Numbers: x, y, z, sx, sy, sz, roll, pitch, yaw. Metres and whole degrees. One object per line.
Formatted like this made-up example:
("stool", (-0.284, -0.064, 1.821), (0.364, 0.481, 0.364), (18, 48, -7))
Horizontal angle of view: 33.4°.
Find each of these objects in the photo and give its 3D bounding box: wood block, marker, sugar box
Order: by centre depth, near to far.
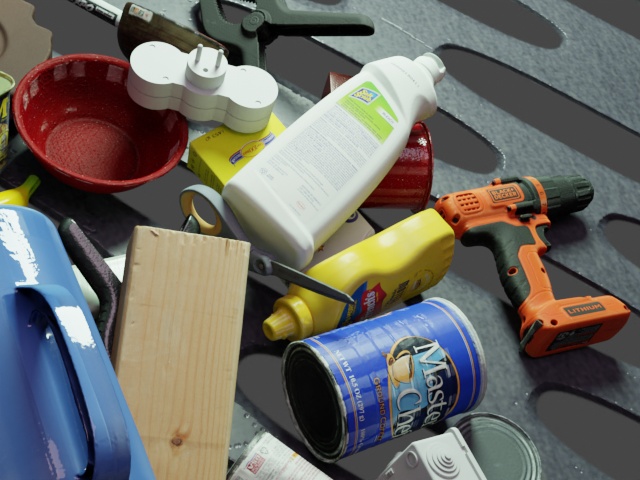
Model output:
("wood block", (-0.114, 0.104, 0.808), (0.090, 0.090, 0.206), (9, 72, -13))
("sugar box", (-0.038, -0.040, 1.005), (0.093, 0.048, 0.176), (-33, 69, -25))
("marker", (-0.251, -0.255, 1.126), (0.121, 0.020, 0.020), (29, 50, 5))

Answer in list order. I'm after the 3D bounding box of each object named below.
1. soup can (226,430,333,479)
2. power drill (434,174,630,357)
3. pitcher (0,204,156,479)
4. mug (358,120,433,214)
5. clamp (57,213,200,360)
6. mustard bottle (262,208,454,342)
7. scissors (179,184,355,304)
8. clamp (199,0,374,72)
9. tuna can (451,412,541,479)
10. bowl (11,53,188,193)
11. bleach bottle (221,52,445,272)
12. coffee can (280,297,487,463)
("soup can", (-0.022, 0.202, 0.821), (0.102, 0.069, 0.068), (34, 51, 10))
("power drill", (0.225, 0.016, 1.054), (0.184, 0.057, 0.188), (-12, 56, -21))
("pitcher", (-0.191, 0.094, 0.696), (0.149, 0.145, 0.243), (-27, 64, 5))
("mug", (0.056, -0.076, 1.055), (0.081, 0.093, 0.117), (0, 23, -12))
("clamp", (-0.142, 0.053, 0.887), (0.120, 0.039, 0.171), (-13, 80, -19))
("mustard bottle", (0.029, 0.041, 0.942), (0.191, 0.096, 0.058), (-25, 65, -32))
("scissors", (-0.056, 0.001, 0.899), (0.202, 0.096, 0.016), (4, 25, 43))
("clamp", (-0.053, -0.226, 1.123), (0.164, 0.036, 0.210), (-38, 61, 0))
("tuna can", (0.141, 0.192, 0.905), (0.086, 0.034, 0.086), (9, 52, -12))
("bowl", (-0.207, -0.098, 0.993), (0.162, 0.055, 0.162), (12, 50, -15))
("bleach bottle", (0.030, -0.085, 0.965), (0.102, 0.068, 0.250), (45, 65, 5))
("coffee can", (0.053, 0.114, 0.890), (0.140, 0.103, 0.103), (-15, 60, -27))
